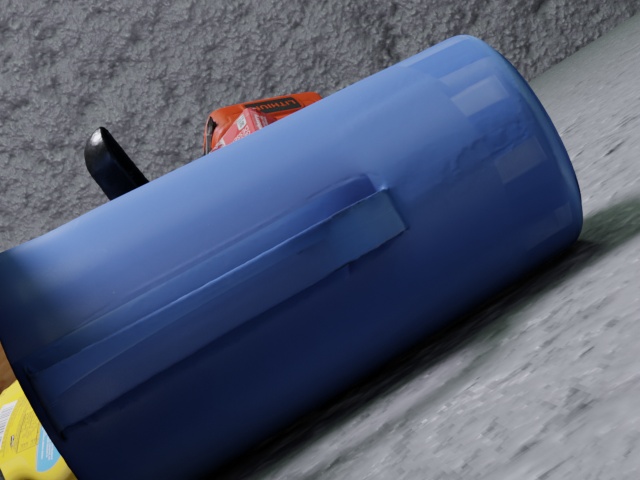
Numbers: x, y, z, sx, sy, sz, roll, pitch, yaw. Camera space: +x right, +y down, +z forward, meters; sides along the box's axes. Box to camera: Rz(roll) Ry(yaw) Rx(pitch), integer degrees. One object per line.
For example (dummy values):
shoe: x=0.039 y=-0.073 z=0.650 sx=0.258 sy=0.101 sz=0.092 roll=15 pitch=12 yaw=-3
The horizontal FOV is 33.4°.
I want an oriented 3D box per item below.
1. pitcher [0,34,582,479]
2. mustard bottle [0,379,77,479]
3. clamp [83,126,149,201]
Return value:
pitcher: x=-0.012 y=0.011 z=0.463 sx=0.243 sy=0.145 sz=0.149 roll=-29 pitch=44 yaw=-2
mustard bottle: x=-0.136 y=0.104 z=0.618 sx=0.192 sy=0.058 sz=0.096 roll=-28 pitch=39 yaw=44
clamp: x=-0.054 y=0.001 z=0.559 sx=0.120 sy=0.039 sz=0.171 roll=-7 pitch=-41 yaw=-9
